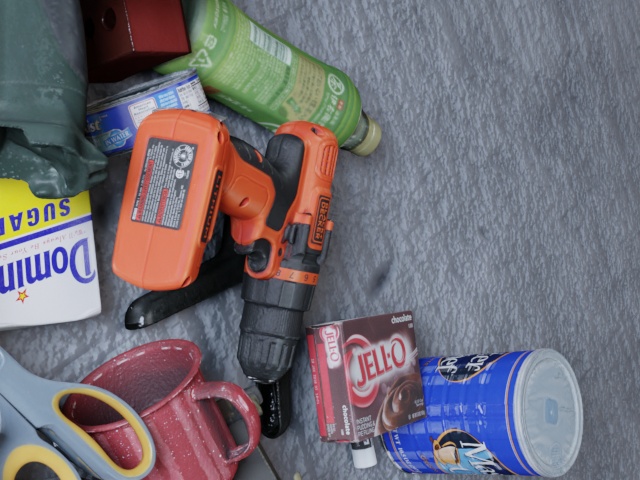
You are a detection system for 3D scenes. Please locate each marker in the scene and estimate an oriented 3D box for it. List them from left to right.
[{"bbox_3d":[0.026,0.124,0.869,0.020,0.020,0.121,-12,92,-50],"label":"marker"}]

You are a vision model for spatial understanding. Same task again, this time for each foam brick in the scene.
[{"bbox_3d":[-0.131,-0.136,0.690,0.051,0.078,0.053,-12,90,-49],"label":"foam brick"}]

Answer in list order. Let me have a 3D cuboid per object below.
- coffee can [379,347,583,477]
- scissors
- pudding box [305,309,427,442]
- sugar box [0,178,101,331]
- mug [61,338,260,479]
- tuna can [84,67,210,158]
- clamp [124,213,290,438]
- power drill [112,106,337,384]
[{"bbox_3d":[0.133,0.146,0.897,0.102,0.141,0.103,12,74,-48],"label":"coffee can"},{"bbox_3d":[-0.182,0.085,0.571,0.201,0.016,0.096,35,67,-14],"label":"scissors"},{"bbox_3d":[0.037,0.104,0.833,0.113,0.039,0.090,-3,86,-58],"label":"pudding box"},{"bbox_3d":[-0.185,-0.035,0.631,0.093,0.048,0.176,-5,85,-48],"label":"sugar box"},{"bbox_3d":[-0.091,0.118,0.663,0.093,0.117,0.081,-67,139,-60],"label":"mug"},{"bbox_3d":[-0.115,-0.082,0.692,0.086,0.086,0.034,-35,111,-47],"label":"tuna can"},{"bbox_3d":[-0.042,0.030,0.794,0.164,0.036,0.209,52,52,-32],"label":"clamp"},{"bbox_3d":[-0.054,0.001,0.682,0.187,0.057,0.184,15,84,-65],"label":"power drill"}]
